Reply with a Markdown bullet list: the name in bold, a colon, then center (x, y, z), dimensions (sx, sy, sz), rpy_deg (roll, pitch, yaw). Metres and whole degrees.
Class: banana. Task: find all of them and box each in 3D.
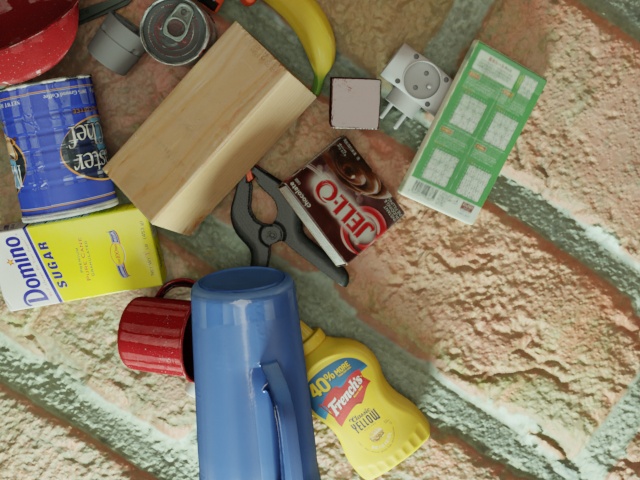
- **banana**: center (-0.045, -0.248, 1.135), dimensions (0.069, 0.037, 0.198), rpy_deg (-41, 96, 6)

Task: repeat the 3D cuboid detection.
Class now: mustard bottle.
- **mustard bottle**: center (0.030, 0.166, 1.185), dimensions (0.096, 0.058, 0.191), rpy_deg (-38, 96, 11)

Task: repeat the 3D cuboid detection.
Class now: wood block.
- **wood block**: center (-0.115, -0.114, 1.118), dimensions (0.206, 0.090, 0.090), rpy_deg (-47, 72, 7)

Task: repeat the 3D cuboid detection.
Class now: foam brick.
- **foam brick**: center (0.035, -0.146, 1.128), dimensions (0.051, 0.078, 0.053), rpy_deg (2, 99, -1)

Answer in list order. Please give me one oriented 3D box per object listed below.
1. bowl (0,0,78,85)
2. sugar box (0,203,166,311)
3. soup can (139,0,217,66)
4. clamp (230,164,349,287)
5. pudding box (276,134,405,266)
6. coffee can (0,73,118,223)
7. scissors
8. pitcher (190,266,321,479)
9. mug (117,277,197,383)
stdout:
- **bowl**: center (-0.309, -0.206, 1.088), dimensions (0.162, 0.162, 0.055), rpy_deg (-17, 126, 3)
- **sugar box**: center (-0.266, 0.017, 1.171), dimensions (0.176, 0.048, 0.093), rpy_deg (-11, 104, 0)
- **soup can**: center (-0.145, -0.216, 1.108), dimensions (0.068, 0.102, 0.068), rpy_deg (0, 99, 1)
- **clamp**: center (-0.058, 0.001, 1.172), dimensions (0.120, 0.039, 0.171), rpy_deg (-29, 91, 0)
- **pudding box**: center (0.022, -0.042, 1.149), dimensions (0.090, 0.039, 0.113), rpy_deg (-40, 95, -19)
- **coffee can**: center (-0.278, -0.097, 1.127), dimensions (0.103, 0.103, 0.140), rpy_deg (-10, 98, 2)
- **scissors**: center (-0.299, -0.208, 1.154), dimensions (0.202, 0.016, 0.096), rpy_deg (-4, 97, 2)
- **pitcher**: center (-0.068, 0.158, 1.117), dimensions (0.149, 0.144, 0.243), rpy_deg (2, 105, 23)
- **mug**: center (-0.164, 0.093, 1.163), dimensions (0.082, 0.093, 0.117), rpy_deg (4, 63, 19)
